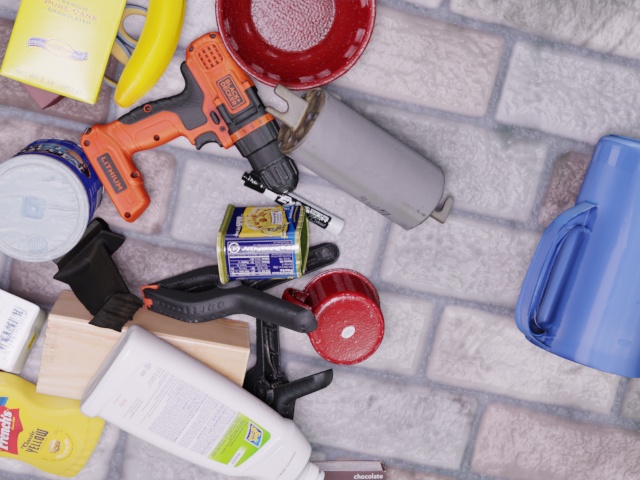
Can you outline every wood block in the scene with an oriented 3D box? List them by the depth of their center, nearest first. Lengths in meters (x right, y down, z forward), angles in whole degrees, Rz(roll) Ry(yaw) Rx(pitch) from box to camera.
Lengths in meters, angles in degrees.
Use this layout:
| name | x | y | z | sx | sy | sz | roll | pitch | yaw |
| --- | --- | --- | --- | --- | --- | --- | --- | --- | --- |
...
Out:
| name | x | y | z | sx | sy | sz | roll | pitch | yaw |
| --- | --- | --- | --- | --- | --- | --- | --- | --- | --- |
| wood block | -0.185 | 0.124 | 1.132 | 0.206 | 0.091 | 0.090 | 11 | 102 | -8 |

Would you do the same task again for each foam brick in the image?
| name | x | y | z | sx | sy | sz | roll | pitch | yaw |
| --- | --- | --- | --- | --- | --- | --- | --- | --- | --- |
| foam brick | -0.269 | -0.169 | 1.068 | 0.051 | 0.078 | 0.053 | -38 | 101 | 4 |

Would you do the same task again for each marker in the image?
| name | x | y | z | sx | sy | sz | roll | pitch | yaw |
| --- | --- | --- | --- | --- | --- | --- | --- | --- | --- |
| marker | -0.030 | -0.041 | 1.146 | 0.121 | 0.020 | 0.020 | 28 | 98 | -10 |

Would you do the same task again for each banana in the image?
| name | x | y | z | sx | sy | sz | roll | pitch | yaw |
| --- | --- | --- | --- | --- | --- | --- | --- | --- | --- |
| banana | -0.168 | -0.228 | 1.066 | 0.070 | 0.037 | 0.198 | -2 | 81 | 9 |

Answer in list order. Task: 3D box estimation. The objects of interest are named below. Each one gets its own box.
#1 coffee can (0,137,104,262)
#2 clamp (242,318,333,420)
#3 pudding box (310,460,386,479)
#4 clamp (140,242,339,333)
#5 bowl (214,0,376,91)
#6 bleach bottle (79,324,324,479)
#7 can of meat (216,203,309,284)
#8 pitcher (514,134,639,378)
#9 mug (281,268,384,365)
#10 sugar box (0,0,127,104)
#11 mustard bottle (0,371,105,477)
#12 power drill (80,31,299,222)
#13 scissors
| name | x | y | z | sx | sy | sz | roll | pitch | yaw |
| --- | --- | --- | --- | --- | --- | --- | --- | --- | --- |
| coffee can | -0.274 | -0.044 | 1.062 | 0.102 | 0.140 | 0.103 | -1 | 102 | -5 |
| clamp | -0.044 | 0.160 | 1.142 | 0.039 | 0.120 | 0.172 | -10 | 129 | -34 |
| pudding box | 0.018 | 0.298 | 1.214 | 0.113 | 0.039 | 0.090 | -1 | 102 | -5 |
| clamp | -0.086 | 0.057 | 1.105 | 0.210 | 0.164 | 0.036 | -7 | 114 | 6 |
| bowl | -0.026 | -0.235 | 1.085 | 0.162 | 0.055 | 0.162 | -1 | 102 | -5 |
| bleach bottle | -0.109 | 0.190 | 1.076 | 0.250 | 0.068 | 0.102 | 34 | 98 | -14 |
| can of meat | -0.057 | 0.001 | 1.103 | 0.084 | 0.102 | 0.057 | -2 | 115 | 5 |
| pitcher | 0.306 | 0.014 | 1.130 | 0.145 | 0.149 | 0.243 | 18 | 97 | 16 |
| mug | 0.014 | 0.079 | 1.144 | 0.117 | 0.081 | 0.093 | 24 | 99 | -10 |
| sugar box | -0.229 | -0.225 | 1.000 | 0.093 | 0.048 | 0.176 | 17 | 97 | -12 |
| mustard bottle | -0.331 | 0.187 | 1.126 | 0.191 | 0.058 | 0.096 | 21 | 115 | -24 |
| power drill | -0.136 | -0.095 | 1.100 | 0.187 | 0.057 | 0.184 | -30 | 93 | -1 |
| scissors | -0.236 | -0.249 | 1.085 | 0.096 | 0.016 | 0.201 | -32 | 103 | 1 |
